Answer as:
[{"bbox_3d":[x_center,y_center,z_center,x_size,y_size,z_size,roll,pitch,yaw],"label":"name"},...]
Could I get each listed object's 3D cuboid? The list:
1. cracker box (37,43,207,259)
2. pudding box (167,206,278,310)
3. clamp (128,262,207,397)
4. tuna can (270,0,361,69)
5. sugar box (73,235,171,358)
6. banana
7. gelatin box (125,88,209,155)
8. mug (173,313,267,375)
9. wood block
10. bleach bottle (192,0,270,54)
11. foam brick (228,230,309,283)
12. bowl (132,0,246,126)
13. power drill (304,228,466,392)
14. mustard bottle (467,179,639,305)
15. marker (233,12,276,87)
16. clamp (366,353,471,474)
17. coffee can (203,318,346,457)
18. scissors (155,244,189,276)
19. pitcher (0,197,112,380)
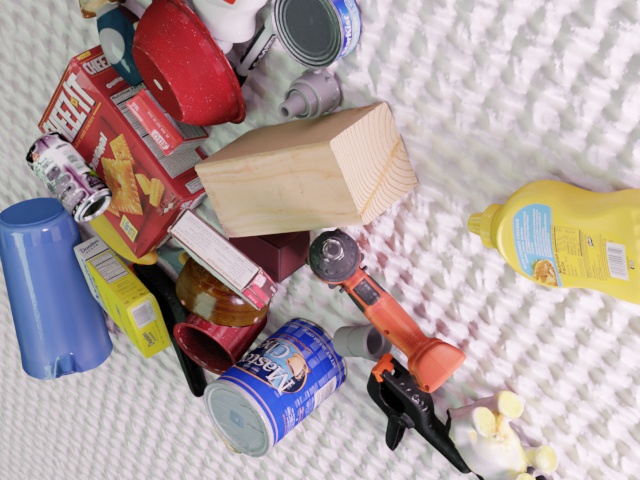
[{"bbox_3d":[-0.234,-0.105,1.276,0.214,0.072,0.164,52,142,3],"label":"cracker box"},{"bbox_3d":[-0.103,0.021,1.149,0.113,0.039,0.090,37,172,17],"label":"pudding box"},{"bbox_3d":[-0.182,0.111,1.411,0.210,0.036,0.165,60,150,-4],"label":"clamp"},{"bbox_3d":[-0.004,-0.206,0.994,0.086,0.033,0.086,26,135,30],"label":"tuna can"},{"bbox_3d":[-0.266,0.073,1.423,0.176,0.048,0.093,35,147,45],"label":"sugar box"},{"bbox_3d":[-0.278,-0.035,1.387,0.198,0.037,0.070,53,148,13],"label":"banana"},{"bbox_3d":[-0.168,-0.132,1.176,0.030,0.089,0.073,-39,89,17],"label":"gelatin box"},{"bbox_3d":[-0.125,0.107,1.307,0.093,0.081,0.117,48,147,-17],"label":"mug"},{"bbox_3d":[-0.018,-0.066,1.070,0.207,0.090,0.090,-5,115,47],"label":"wood block"},{"bbox_3d":[-0.065,-0.265,0.991,0.102,0.068,0.251,42,143,13],"label":"bleach bottle"},{"bbox_3d":[-0.058,0.001,1.194,0.078,0.051,0.053,29,137,28],"label":"foam brick"},{"bbox_3d":[-0.146,-0.175,1.102,0.162,0.055,0.162,49,163,19],"label":"bowl"},{"bbox_3d":[0.061,0.065,1.060,0.187,0.057,0.184,48,179,5],"label":"power drill"},{"bbox_3d":[0.209,-0.003,0.911,0.192,0.058,0.096,10,126,41],"label":"mustard bottle"},{"bbox_3d":[-0.067,-0.190,1.082,0.020,0.020,0.121,51,142,3],"label":"marker"},{"bbox_3d":[0.092,0.190,1.180,0.120,0.039,0.171,-5,126,44],"label":"clamp"},{"bbox_3d":[-0.052,0.170,1.244,0.103,0.140,0.103,26,135,30],"label":"coffee can"},{"bbox_3d":[-0.196,0.031,1.386,0.202,0.016,0.096,13,127,39],"label":"scissors"},{"bbox_3d":[-0.386,0.062,1.524,0.149,0.144,0.243,10,121,30],"label":"pitcher"}]
